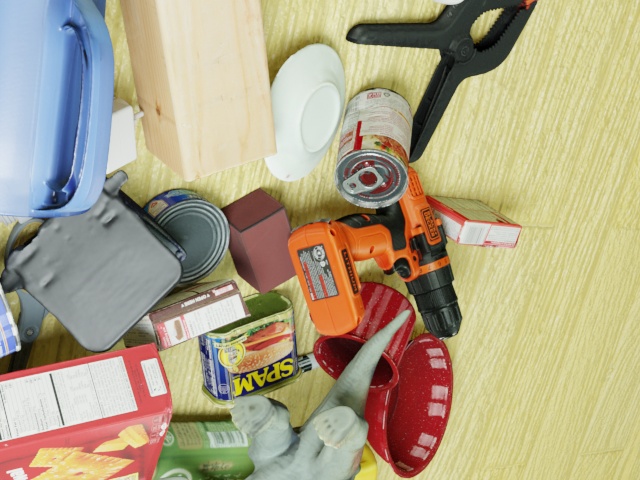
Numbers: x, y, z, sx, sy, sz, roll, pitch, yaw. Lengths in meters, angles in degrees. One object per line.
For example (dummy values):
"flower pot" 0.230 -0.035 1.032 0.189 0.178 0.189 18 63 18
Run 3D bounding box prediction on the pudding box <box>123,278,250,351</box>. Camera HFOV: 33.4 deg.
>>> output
"pudding box" -0.127 0.068 0.965 0.089 0.114 0.039 -22 94 -25

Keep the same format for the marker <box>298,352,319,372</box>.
"marker" -0.029 0.135 1.128 0.120 0.020 0.020 -17 122 -28

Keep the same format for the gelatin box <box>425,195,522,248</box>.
"gelatin box" 0.160 -0.019 1.144 0.089 0.073 0.030 4 111 -37

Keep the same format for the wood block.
"wood block" -0.103 -0.167 0.873 0.090 0.091 0.206 -20 124 -24

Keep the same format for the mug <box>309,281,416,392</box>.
"mug" 0.040 0.090 1.103 0.117 0.093 0.081 35 53 -10

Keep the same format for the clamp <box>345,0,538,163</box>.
"clamp" 0.133 -0.182 1.065 0.209 0.036 0.164 -31 128 -14

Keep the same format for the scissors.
"scissors" -0.241 0.069 0.949 0.096 0.016 0.202 -9 118 -31

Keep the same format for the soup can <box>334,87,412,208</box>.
"soup can" 0.051 -0.089 1.003 0.068 0.102 0.068 5 133 5

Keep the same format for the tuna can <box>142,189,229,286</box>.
"tuna can" -0.129 -0.003 0.978 0.086 0.034 0.086 -16 121 -28

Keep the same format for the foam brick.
"foam brick" -0.057 0.001 1.017 0.051 0.053 0.078 -30 127 -19

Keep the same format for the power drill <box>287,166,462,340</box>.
"power drill" 0.060 0.030 1.039 0.187 0.057 0.184 -22 92 -50

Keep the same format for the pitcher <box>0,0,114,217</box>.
"pitcher" -0.211 -0.140 0.769 0.149 0.145 0.243 9 102 -5

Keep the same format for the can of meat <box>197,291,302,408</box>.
"can of meat" -0.071 0.106 1.060 0.101 0.058 0.084 -19 120 -27

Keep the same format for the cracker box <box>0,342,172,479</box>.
"cracker box" -0.239 0.171 0.884 0.213 0.072 0.164 -11 151 -24

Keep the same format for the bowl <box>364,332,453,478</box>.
"bowl" 0.088 0.178 1.185 0.161 0.055 0.162 -15 108 -55
